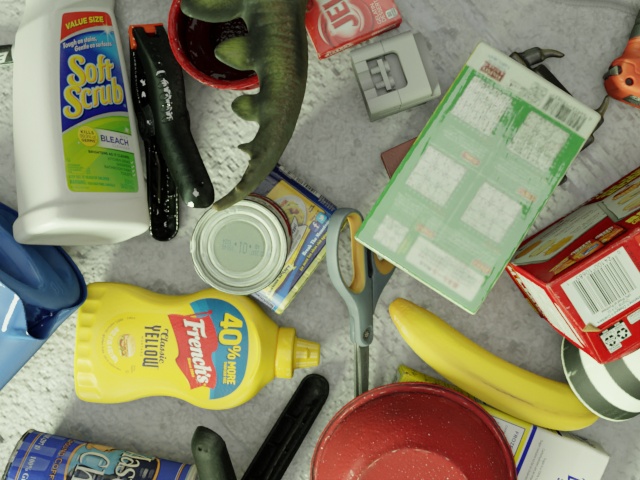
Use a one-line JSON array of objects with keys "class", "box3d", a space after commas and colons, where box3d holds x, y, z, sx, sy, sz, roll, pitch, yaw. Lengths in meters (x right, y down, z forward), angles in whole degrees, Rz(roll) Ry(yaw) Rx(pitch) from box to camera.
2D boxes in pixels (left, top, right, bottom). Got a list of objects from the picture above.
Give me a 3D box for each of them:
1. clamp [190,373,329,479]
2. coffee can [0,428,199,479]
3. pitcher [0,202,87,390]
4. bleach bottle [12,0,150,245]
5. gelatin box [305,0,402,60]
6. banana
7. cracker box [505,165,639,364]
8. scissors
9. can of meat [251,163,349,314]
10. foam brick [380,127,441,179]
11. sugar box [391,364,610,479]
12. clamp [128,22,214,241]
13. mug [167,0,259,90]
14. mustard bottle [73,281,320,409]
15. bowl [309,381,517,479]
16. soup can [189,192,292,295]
[{"class": "clamp", "box3d": [-0.069, 0.208, 0.821, 0.036, 0.164, 0.210, 25, 103, 26]}, {"class": "coffee can", "box3d": [-0.172, 0.213, 0.837, 0.140, 0.103, 0.103, 12, 93, 2]}, {"class": "pitcher", "box3d": [-0.307, 0.082, 0.828, 0.145, 0.149, 0.243, 40, 102, -7]}, {"class": "bleach bottle", "box3d": [-0.195, -0.124, 0.817, 0.068, 0.102, 0.251, -19, 76, 41]}, {"class": "gelatin box", "box3d": [0.015, -0.198, 0.848, 0.073, 0.030, 0.089, -23, 91, 3]}, {"class": "banana", "box3d": [0.141, 0.104, 0.835, 0.198, 0.069, 0.037, 23, 115, -2]}, {"class": "cracker box", "box3d": [0.226, 0.003, 0.754, 0.164, 0.213, 0.072, -33, 92, 4]}, {"class": "scissors", "box3d": [0.044, 0.058, 0.857, 0.016, 0.096, 0.202, 13, 126, 39]}, {"class": "can of meat", "box3d": [-0.037, -0.004, 0.845, 0.084, 0.057, 0.102, 37, 93, -1]}, {"class": "foam brick", "box3d": [0.085, -0.043, 0.840, 0.053, 0.051, 0.078, -22, 91, 4]}, {"class": "sugar box", "box3d": [0.128, 0.175, 0.850, 0.176, 0.048, 0.093, 22, 95, -1]}, {"class": "clamp", "box3d": [-0.125, -0.083, 0.839, 0.039, 0.120, 0.171, -3, 69, -29]}, {"class": "mug", "box3d": [-0.062, -0.171, 0.827, 0.093, 0.081, 0.117, 15, 93, 2]}, {"class": "mustard bottle", "box3d": [-0.096, 0.085, 0.851, 0.191, 0.058, 0.096, 3, 87, 2]}, {"class": "bowl", "box3d": [0.070, 0.191, 0.804, 0.162, 0.055, 0.162, 1, 99, 5]}, {"class": "soup can", "box3d": [-0.055, 0.001, 0.766, 0.068, 0.102, 0.068, 0, 94, 0]}]
